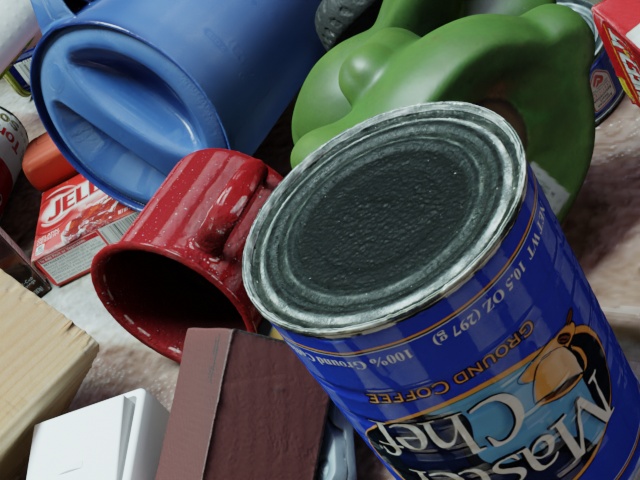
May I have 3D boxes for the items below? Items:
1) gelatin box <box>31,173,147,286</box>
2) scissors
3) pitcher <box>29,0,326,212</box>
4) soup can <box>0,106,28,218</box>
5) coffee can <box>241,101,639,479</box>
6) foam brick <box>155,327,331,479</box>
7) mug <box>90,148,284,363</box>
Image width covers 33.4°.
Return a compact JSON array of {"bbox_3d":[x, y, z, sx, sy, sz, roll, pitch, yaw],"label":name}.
[{"bbox_3d":[-0.142,-0.019,0.690,0.089,0.030,0.073,-25,38,13],"label":"gelatin box"},{"bbox_3d":[-0.003,0.097,0.458,0.096,0.016,0.201,-36,44,53],"label":"scissors"},{"bbox_3d":[-0.062,-0.144,0.657,0.145,0.149,0.242,22,50,13],"label":"pitcher"},{"bbox_3d":[-0.258,-0.047,0.780,0.069,0.068,0.102,-19,39,21],"label":"soup can"},{"bbox_3d":[0.050,0.035,0.388,0.103,0.140,0.103,-21,38,18],"label":"coffee can"},{"bbox_3d":[-0.031,0.079,0.445,0.053,0.051,0.078,-8,68,62],"label":"foam brick"},{"bbox_3d":[-0.054,0.001,0.539,0.081,0.093,0.117,-60,-1,-37],"label":"mug"}]
